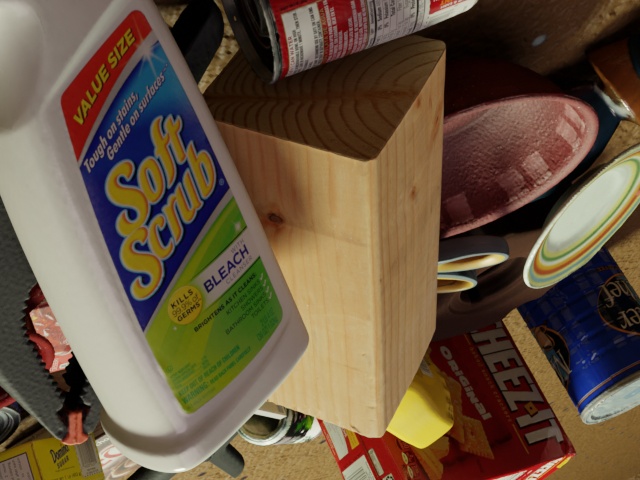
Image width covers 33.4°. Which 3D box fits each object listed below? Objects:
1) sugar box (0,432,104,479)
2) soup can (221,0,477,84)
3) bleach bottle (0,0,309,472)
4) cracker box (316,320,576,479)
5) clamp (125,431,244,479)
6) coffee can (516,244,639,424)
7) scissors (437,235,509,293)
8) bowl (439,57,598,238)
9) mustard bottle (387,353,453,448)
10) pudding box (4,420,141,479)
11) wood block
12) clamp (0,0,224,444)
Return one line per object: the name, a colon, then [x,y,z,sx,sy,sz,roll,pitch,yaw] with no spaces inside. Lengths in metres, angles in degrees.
sugar box: [-0.249,0.182,0.745,0.176,0.048,0.093,-20,170,11]
soup can: [0.012,-0.117,0.463,0.102,0.068,0.068,-22,154,-12]
bleach bottle: [-0.087,-0.030,0.419,0.102,0.068,0.251,-43,128,-29]
cracker box: [0.099,0.142,0.916,0.213,0.164,0.072,-3,147,-40]
clamp: [-0.119,0.181,0.922,0.120,0.039,0.171,-22,148,-21]
coffee can: [0.249,0.081,0.973,0.102,0.140,0.103,-22,154,-12]
scissors: [0.040,0.014,0.680,0.201,0.016,0.096,7,155,-42]
bowl: [0.079,-0.059,0.634,0.162,0.055,0.162,-15,156,-7]
mustard bottle: [0.022,0.080,0.733,0.058,0.096,0.191,-38,144,10]
pudding box: [-0.172,0.158,0.827,0.113,0.039,0.090,-34,153,12]
wood block: [0.006,-0.002,0.549,0.206,0.091,0.090,86,28,-46]
clamp: [-0.126,-0.006,0.469,0.164,0.036,0.210,-3,110,-32]
